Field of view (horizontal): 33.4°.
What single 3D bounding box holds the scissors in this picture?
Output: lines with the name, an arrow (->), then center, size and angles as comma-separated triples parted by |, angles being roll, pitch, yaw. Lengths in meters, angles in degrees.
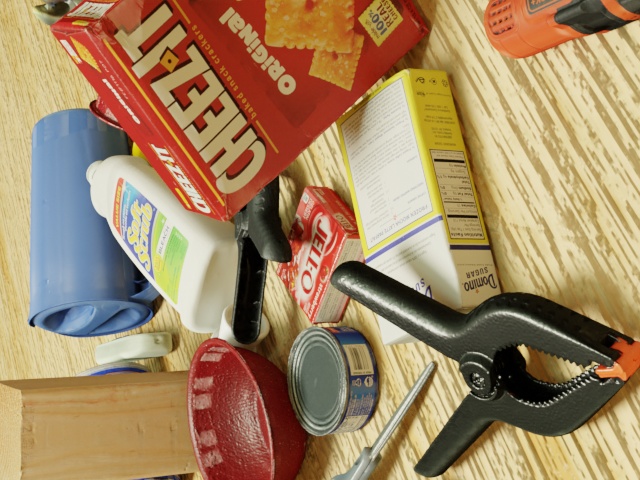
scissors -> 0.031, 0.169, 0.818 | 0.202, 0.016, 0.096 | -61, 5, 5

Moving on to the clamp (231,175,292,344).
clamp -> -0.056, 0.001, 0.914 | 0.171, 0.039, 0.120 | -97, 28, -51

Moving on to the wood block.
wood block -> -0.193, 0.174, 0.998 | 0.091, 0.205, 0.090 | -3, 86, 57

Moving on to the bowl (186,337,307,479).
bowl -> -0.058, 0.159, 0.917 | 0.162, 0.055, 0.162 | 21, 115, 56

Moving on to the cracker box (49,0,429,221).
cracker box -> -0.047, -0.144, 0.732 | 0.072, 0.213, 0.164 | 17, 147, 56

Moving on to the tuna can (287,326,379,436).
tuna can -> 0.010, 0.110, 0.845 | 0.086, 0.033, 0.086 | -3, 87, 57

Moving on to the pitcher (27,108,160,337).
pitcher -> -0.253, -0.023, 1.187 | 0.145, 0.149, 0.243 | 127, 138, -63

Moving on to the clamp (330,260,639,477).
clamp -> 0.099, 0.070, 0.663 | 0.210, 0.036, 0.164 | -20, 101, 50

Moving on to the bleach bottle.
bleach bottle -> -0.162, -0.012, 1.052 | 0.251, 0.067, 0.103 | 35, 118, 43

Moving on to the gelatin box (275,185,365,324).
gelatin box -> 0.001, 0.011, 0.864 | 0.073, 0.030, 0.089 | 52, 131, 45

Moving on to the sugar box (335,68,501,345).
sugar box -> 0.067, -0.023, 0.752 | 0.094, 0.048, 0.176 | -32, 66, 52
